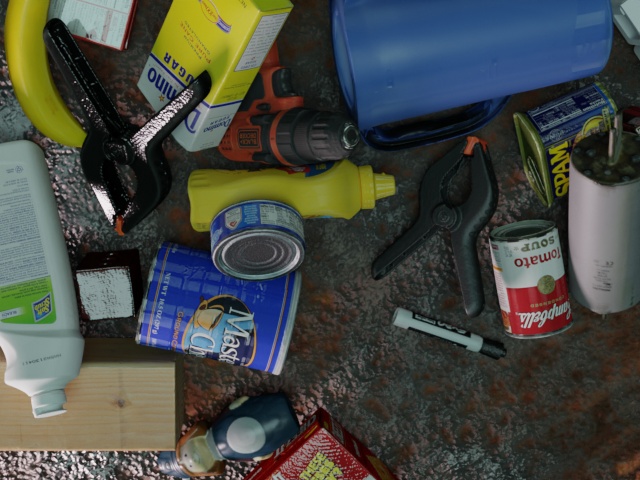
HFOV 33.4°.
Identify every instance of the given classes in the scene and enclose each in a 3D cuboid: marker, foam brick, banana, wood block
[{"bbox_3d":[0.132,0.095,1.080,0.121,0.020,0.020,20,101,-6],"label":"marker"},{"bbox_3d":[-0.202,0.042,1.029,0.053,0.078,0.051,-6,102,-3],"label":"foam brick"},{"bbox_3d":[-0.254,-0.163,0.983,0.069,0.037,0.198,-20,125,-11],"label":"banana"},{"bbox_3d":[-0.241,0.150,1.046,0.206,0.090,0.091,1,102,-2],"label":"wood block"}]

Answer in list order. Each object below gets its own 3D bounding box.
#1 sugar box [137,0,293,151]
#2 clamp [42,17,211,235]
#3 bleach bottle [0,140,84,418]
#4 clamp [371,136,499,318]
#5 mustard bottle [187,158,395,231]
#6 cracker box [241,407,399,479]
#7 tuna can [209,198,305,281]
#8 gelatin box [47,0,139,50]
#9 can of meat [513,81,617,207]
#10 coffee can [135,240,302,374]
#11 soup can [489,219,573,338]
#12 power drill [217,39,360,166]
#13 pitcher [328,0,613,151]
[{"bbox_3d":[-0.098,-0.169,0.939,0.093,0.048,0.176,53,133,19],"label":"sugar box"},{"bbox_3d":[-0.169,-0.091,0.972,0.165,0.036,0.210,16,130,20],"label":"clamp"},{"bbox_3d":[-0.280,0.039,0.983,0.102,0.068,0.251,-14,79,0],"label":"bleach bottle"},{"bbox_3d":[0.115,-0.019,1.037,0.120,0.039,0.171,11,90,20],"label":"clamp"},{"bbox_3d":[-0.026,-0.045,1.004,0.191,0.096,0.058,-4,96,-1],"label":"mustard bottle"},{"bbox_3d":[0.018,0.303,1.098,0.164,0.072,0.213,-44,99,7],"label":"cracker box"},{"bbox_3d":[-0.056,0.001,0.960,0.086,0.034,0.086,-4,145,-3],"label":"tuna can"},{"bbox_3d":[-0.215,-0.223,0.993,0.089,0.030,0.073,15,101,-4],"label":"gelatin box"},{"bbox_3d":[0.236,-0.091,1.007,0.084,0.057,0.102,-24,136,0],"label":"can of meat"},{"bbox_3d":[-0.097,0.064,1.024,0.140,0.103,0.103,13,102,-4],"label":"coffee can"},{"bbox_3d":[0.206,0.037,1.045,0.068,0.068,0.102,-12,102,1],"label":"soup can"},{"bbox_3d":[-0.036,-0.160,0.950,0.057,0.185,0.188,-8,98,-40],"label":"power drill"},{"bbox_3d":[0.133,-0.176,0.973,0.242,0.149,0.145,-10,84,-3],"label":"pitcher"}]
